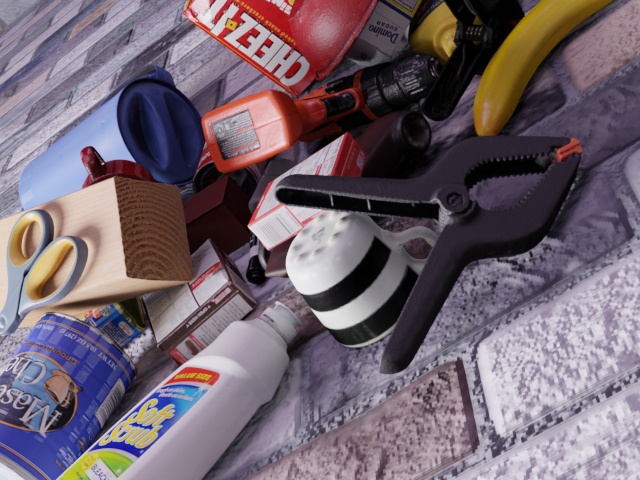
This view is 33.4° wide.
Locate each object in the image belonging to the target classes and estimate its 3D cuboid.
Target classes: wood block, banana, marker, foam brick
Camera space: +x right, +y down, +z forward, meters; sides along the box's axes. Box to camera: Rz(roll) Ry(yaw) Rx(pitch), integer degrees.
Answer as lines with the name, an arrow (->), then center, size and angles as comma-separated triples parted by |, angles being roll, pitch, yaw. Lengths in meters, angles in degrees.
wood block -> -0.227, 0.016, 0.974 | 0.206, 0.090, 0.091 | -17, 78, 31
banana -> 0.183, -0.162, 0.889 | 0.197, 0.037, 0.070 | -46, 26, -8
marker -> -0.057, 0.001, 0.992 | 0.020, 0.020, 0.121 | -32, 28, 20
foam brick -> -0.107, -0.017, 1.051 | 0.078, 0.051, 0.053 | -30, 28, 23

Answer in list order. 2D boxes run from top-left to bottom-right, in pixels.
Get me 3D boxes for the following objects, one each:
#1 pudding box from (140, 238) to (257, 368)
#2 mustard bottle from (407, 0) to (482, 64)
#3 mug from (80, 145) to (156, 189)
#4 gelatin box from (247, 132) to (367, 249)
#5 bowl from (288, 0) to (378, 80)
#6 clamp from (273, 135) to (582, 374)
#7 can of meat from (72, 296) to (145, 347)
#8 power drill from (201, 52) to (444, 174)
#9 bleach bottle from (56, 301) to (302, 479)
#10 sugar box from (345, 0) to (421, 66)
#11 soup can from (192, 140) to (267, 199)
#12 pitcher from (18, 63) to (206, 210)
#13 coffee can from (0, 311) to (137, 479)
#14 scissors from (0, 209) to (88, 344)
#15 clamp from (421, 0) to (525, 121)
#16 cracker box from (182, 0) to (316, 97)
pudding box -> -0.112, 0.055, 0.966 | 0.090, 0.039, 0.113 | -42, 24, 2
mustard bottle -> 0.126, -0.219, 1.021 | 0.096, 0.058, 0.191 | -37, 24, 24
mug -> -0.211, -0.045, 1.089 | 0.093, 0.117, 0.081 | -31, 22, 1
gelatin box -> -0.008, -0.039, 0.845 | 0.089, 0.030, 0.073 | -30, 21, 26
bowl -> 0.015, -0.235, 1.010 | 0.162, 0.055, 0.162 | -57, 15, 23
clamp -> 0.082, -0.023, 0.734 | 0.209, 0.036, 0.165 | -32, 63, -13
can of meat -> -0.224, 0.081, 1.061 | 0.084, 0.057, 0.102 | -38, 27, 2
power drill -> 0.000, -0.118, 0.967 | 0.185, 0.057, 0.187 | -18, 2, 42
bleach bottle -> -0.111, 0.144, 0.805 | 0.250, 0.068, 0.103 | -47, 27, -15
sugar box -> 0.080, -0.255, 1.030 | 0.176, 0.048, 0.093 | -64, 13, -3
soup can -> -0.091, -0.080, 1.108 | 0.069, 0.068, 0.102 | -30, 28, 23
pitcher -> -0.258, -0.100, 1.299 | 0.243, 0.145, 0.149 | -23, 12, 40
coffee can -> -0.239, 0.148, 0.927 | 0.103, 0.102, 0.140 | -10, 40, 47
scissors -> -0.278, 0.053, 0.937 | 0.202, 0.016, 0.096 | -41, 63, 21
clamp -> 0.131, -0.183, 0.899 | 0.039, 0.120, 0.171 | 19, 36, 22
cracker box -> -0.024, -0.277, 1.149 | 0.214, 0.164, 0.072 | -41, 22, 40
